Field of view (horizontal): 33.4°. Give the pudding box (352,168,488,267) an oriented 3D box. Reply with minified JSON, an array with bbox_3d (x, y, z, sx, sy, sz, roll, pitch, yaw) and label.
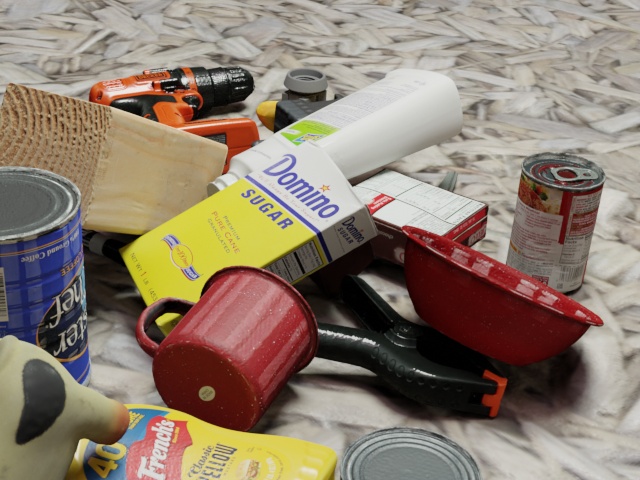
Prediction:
[{"bbox_3d":[0.074,-0.018,0.913,0.114,0.039,0.089,24,35,31],"label":"pudding box"}]

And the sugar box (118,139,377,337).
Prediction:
[{"bbox_3d":[-0.055,0.001,0.809,0.176,0.048,0.093,-33,49,-4],"label":"sugar box"}]

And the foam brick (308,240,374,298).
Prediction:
[{"bbox_3d":[-0.001,-0.004,0.863,0.051,0.053,0.078,-39,62,-12],"label":"foam brick"}]

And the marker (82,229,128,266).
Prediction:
[{"bbox_3d":[-0.205,-0.004,0.909,0.121,0.020,0.020,20,33,27],"label":"marker"}]

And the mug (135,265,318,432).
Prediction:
[{"bbox_3d":[-0.070,0.072,0.717,0.117,0.093,0.081,23,38,13],"label":"mug"}]

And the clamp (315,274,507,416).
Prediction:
[{"bbox_3d":[0.058,0.074,0.782,0.171,0.039,0.120,22,32,16],"label":"clamp"}]

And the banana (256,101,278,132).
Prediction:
[{"bbox_3d":[0.012,-0.131,1.111,0.197,0.070,0.037,-13,57,-30],"label":"banana"}]

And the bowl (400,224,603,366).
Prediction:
[{"bbox_3d":[0.122,0.047,0.783,0.162,0.055,0.162,24,8,-4],"label":"bowl"}]

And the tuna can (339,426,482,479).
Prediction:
[{"bbox_3d":[0.053,0.153,0.646,0.086,0.034,0.086,3,29,-2],"label":"tuna can"}]

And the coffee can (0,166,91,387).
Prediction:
[{"bbox_3d":[-0.209,0.035,0.714,0.103,0.140,0.103,3,29,-2],"label":"coffee can"}]

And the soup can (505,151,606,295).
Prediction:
[{"bbox_3d":[0.194,-0.013,0.887,0.068,0.102,0.068,3,29,-2],"label":"soup can"}]

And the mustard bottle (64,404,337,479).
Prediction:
[{"bbox_3d":[-0.092,0.140,0.626,0.192,0.058,0.096,11,34,14],"label":"mustard bottle"}]

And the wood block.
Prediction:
[{"bbox_3d":[-0.162,-0.055,0.844,0.091,0.090,0.206,14,2,18],"label":"wood block"}]

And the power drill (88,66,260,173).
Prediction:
[{"bbox_3d":[-0.130,-0.128,1.102,0.184,0.057,0.188,-13,31,-21],"label":"power drill"}]

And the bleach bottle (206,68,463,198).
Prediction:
[{"bbox_3d":[0.006,-0.085,0.958,0.250,0.068,0.103,-26,24,-29],"label":"bleach bottle"}]
